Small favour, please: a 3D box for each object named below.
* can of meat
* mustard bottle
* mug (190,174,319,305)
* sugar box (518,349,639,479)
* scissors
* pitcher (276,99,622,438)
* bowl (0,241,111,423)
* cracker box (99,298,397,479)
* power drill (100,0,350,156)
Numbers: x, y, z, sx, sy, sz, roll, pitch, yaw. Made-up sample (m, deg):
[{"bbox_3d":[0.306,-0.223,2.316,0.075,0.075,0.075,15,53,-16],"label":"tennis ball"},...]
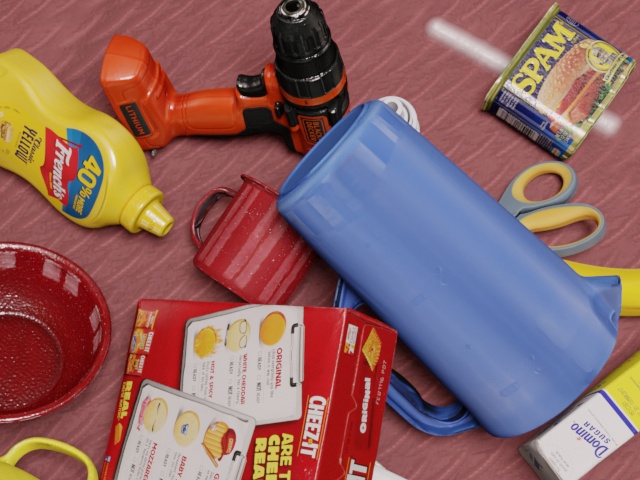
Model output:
[{"bbox_3d":[0.195,-0.127,0.871,0.084,0.057,0.102,36,82,8],"label":"can of meat"},{"bbox_3d":[-0.197,-0.066,0.866,0.192,0.058,0.096,36,124,9],"label":"mustard bottle"},{"bbox_3d":[-0.056,0.001,0.843,0.117,0.093,0.081,32,85,24],"label":"mug"},{"bbox_3d":[0.231,0.115,0.793,0.176,0.093,0.048,-34,77,-5],"label":"sugar box"},{"bbox_3d":[0.127,-0.018,0.867,0.202,0.016,0.096,-4,57,15],"label":"scissors"},{"bbox_3d":[0.080,0.024,0.769,0.242,0.145,0.149,43,66,-10],"label":"pitcher"},{"bbox_3d":[-0.246,0.081,0.831,0.162,0.055,0.162,7,53,-10],"label":"bowl"},{"bbox_3d":[-0.057,0.130,0.766,0.214,0.072,0.164,0,74,41],"label":"cracker box"},{"bbox_3d":[-0.071,-0.121,0.830,0.188,0.184,0.057,4,60,13],"label":"power drill"}]
